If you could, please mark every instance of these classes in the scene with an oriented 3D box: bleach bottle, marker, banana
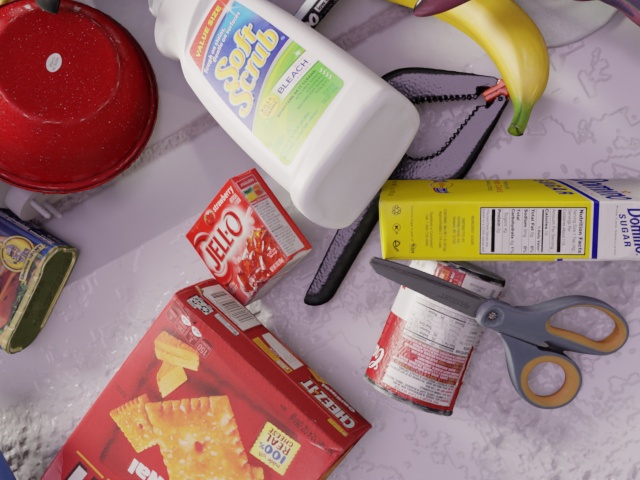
[{"bbox_3d":[-0.048,-0.115,0.748,0.251,0.068,0.102,40,96,36],"label":"bleach bottle"},{"bbox_3d":[-0.015,-0.157,0.782,0.020,0.020,0.121,49,118,10],"label":"marker"},{"bbox_3d":[0.095,-0.155,0.741,0.069,0.037,0.198,-34,60,-16],"label":"banana"}]

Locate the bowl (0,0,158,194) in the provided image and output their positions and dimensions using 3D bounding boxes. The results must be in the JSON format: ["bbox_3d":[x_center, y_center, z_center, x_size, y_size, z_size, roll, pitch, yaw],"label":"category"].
[{"bbox_3d":[-0.197,-0.119,0.789,0.162,0.055,0.162,5,73,-16],"label":"bowl"}]

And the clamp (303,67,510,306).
[{"bbox_3d":[0.035,-0.071,0.772,0.210,0.036,0.164,-33,88,14],"label":"clamp"}]

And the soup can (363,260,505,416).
[{"bbox_3d":[0.080,0.062,0.746,0.068,0.068,0.102,23,96,14],"label":"soup can"}]

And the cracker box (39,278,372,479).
[{"bbox_3d":[-0.093,0.161,0.780,0.164,0.072,0.214,42,109,12],"label":"cracker box"}]

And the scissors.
[{"bbox_3d":[0.112,0.065,0.710,0.201,0.016,0.096,8,113,-19],"label":"scissors"}]

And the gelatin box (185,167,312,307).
[{"bbox_3d":[-0.055,0.001,0.781,0.073,0.030,0.089,55,140,8],"label":"gelatin box"}]

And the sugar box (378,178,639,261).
[{"bbox_3d":[0.128,-0.016,0.703,0.176,0.093,0.048,-3,102,6],"label":"sugar box"}]

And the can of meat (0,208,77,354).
[{"bbox_3d":[-0.253,0.028,0.847,0.084,0.057,0.102,29,98,11],"label":"can of meat"}]
